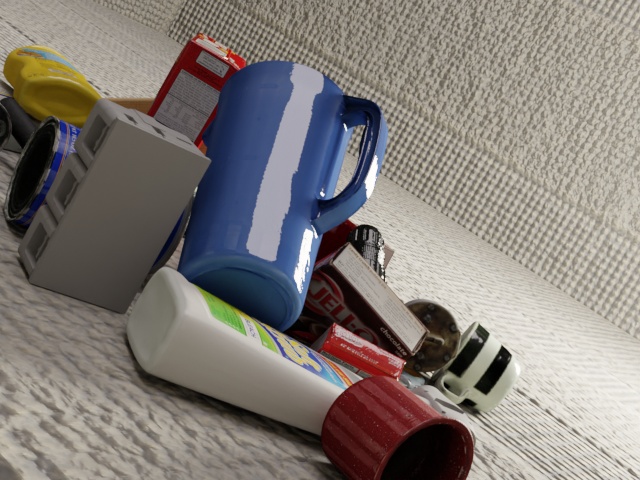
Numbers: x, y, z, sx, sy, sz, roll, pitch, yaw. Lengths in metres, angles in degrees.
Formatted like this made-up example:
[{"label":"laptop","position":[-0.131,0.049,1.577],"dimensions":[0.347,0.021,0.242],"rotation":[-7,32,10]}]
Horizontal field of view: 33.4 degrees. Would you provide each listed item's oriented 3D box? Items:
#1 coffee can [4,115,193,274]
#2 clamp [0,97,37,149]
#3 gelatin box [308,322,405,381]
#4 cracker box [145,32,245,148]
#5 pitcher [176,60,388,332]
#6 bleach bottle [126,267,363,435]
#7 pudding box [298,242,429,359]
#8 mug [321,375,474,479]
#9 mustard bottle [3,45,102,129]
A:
[{"label":"coffee can","position":[-0.203,-0.040,0.980],"dimensions":[0.140,0.103,0.103],"rotation":[24,11,-30]},{"label":"clamp","position":[-0.285,-0.085,1.105],"dimensions":[0.120,0.039,0.171],"rotation":[36,9,-29]},{"label":"gelatin box","position":[0.024,0.114,0.941],"dimensions":[0.073,0.030,0.089],"rotation":[29,-32,-6]},{"label":"cracker box","position":[-0.160,-0.115,1.157],"dimensions":[0.072,0.214,0.164],"rotation":[30,10,-10]},{"label":"pitcher","position":[-0.040,-0.038,0.942],"dimensions":[0.145,0.149,0.242],"rotation":[24,47,-14]},{"label":"bleach bottle","position":[-0.029,0.110,0.860],"dimensions":[0.250,0.068,0.103],"rotation":[28,9,-27]},{"label":"pudding box","position":[0.029,0.066,0.958],"dimensions":[0.113,0.090,0.039],"rotation":[46,52,-7]},{"label":"mug","position":[0.060,0.161,0.806],"dimensions":[0.082,0.093,0.117],"rotation":[35,-12,50]},{"label":"mustard bottle","position":[-0.321,-0.188,1.252],"dimensions":[0.096,0.058,0.192],"rotation":[13,18,-29]}]
